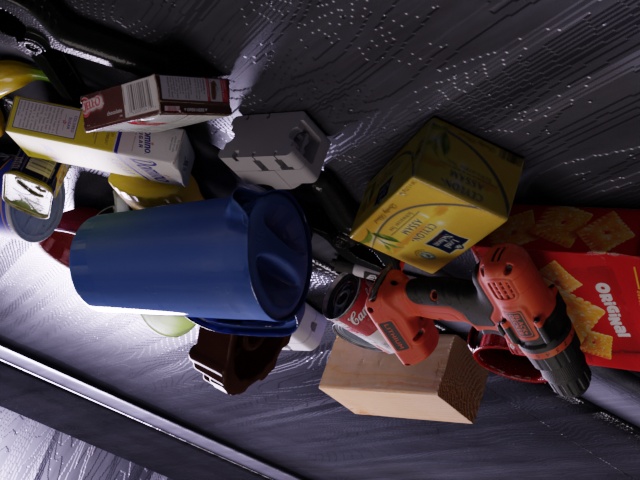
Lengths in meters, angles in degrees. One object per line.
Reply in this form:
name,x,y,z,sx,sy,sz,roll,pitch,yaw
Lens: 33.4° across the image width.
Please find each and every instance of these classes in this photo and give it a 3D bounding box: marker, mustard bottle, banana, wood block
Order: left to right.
banana,-0.346,-0.151,1.134,0.069,0.037,0.198,31,154,-23
mustard bottle,-0.165,-0.028,1.236,0.096,0.058,0.191,10,155,21
marker,0.070,0.040,1.247,0.121,0.020,0.020,15,156,12
wood block,0.112,0.182,1.439,0.207,0.090,0.090,-4,147,44

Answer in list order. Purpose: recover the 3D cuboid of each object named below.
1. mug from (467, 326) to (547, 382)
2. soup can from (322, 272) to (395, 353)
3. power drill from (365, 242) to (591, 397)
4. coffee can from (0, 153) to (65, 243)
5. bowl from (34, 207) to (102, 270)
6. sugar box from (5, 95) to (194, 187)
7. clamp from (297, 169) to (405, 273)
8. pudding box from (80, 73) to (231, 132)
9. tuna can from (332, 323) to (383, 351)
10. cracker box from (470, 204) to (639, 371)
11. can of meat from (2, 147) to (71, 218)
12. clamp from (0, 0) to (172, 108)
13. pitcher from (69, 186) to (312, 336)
mug,0.216,0.103,1.190,0.093,0.081,0.117,36,152,-34
soup can,0.062,0.088,1.297,0.102,0.068,0.069,32,154,-27
power drill,0.150,0.081,1.018,0.188,0.057,0.184,-7,128,40
coffee can,-0.398,-0.057,1.300,0.140,0.102,0.102,9,155,25
bowl,-0.295,0.002,1.407,0.162,0.055,0.162,17,157,7
sugar box,-0.223,-0.099,1.098,0.176,0.048,0.093,14,169,4
clamp,0.018,-0.014,1.150,0.171,0.039,0.120,42,156,-29
pudding box,-0.152,-0.124,0.983,0.114,0.039,0.089,-4,-178,42
tuna can,0.061,0.112,1.394,0.086,0.033,0.086,17,157,7
cracker box,0.266,0.048,1.001,0.214,0.072,0.164,5,138,33
can of meat,-0.312,-0.084,1.196,0.057,0.084,0.102,23,157,-8
clamp,-0.260,-0.188,0.986,0.209,0.036,0.165,29,155,-30
pitcher,-0.136,0.028,1.124,0.243,0.149,0.144,-3,176,28
